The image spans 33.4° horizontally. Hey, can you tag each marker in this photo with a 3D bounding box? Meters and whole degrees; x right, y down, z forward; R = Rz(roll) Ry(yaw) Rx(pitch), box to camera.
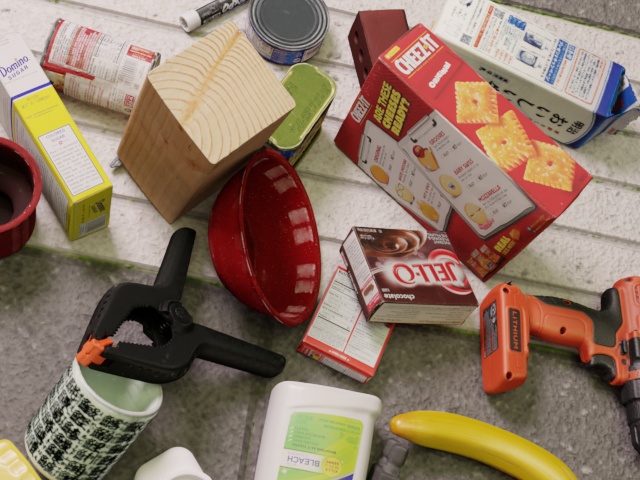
[{"bbox_3d":[-0.093,-0.252,1.114,0.121,0.020,0.020,-34,79,-24],"label":"marker"}]

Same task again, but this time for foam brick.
[{"bbox_3d":[0.065,-0.194,1.111,0.051,0.053,0.078,-7,69,-16],"label":"foam brick"}]

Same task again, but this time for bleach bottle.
[{"bbox_3d":[-0.012,0.252,0.904,0.102,0.068,0.251,11,68,-8],"label":"bleach bottle"}]

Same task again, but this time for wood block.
[{"bbox_3d":[-0.108,-0.096,0.935,0.090,0.206,0.090,-37,90,-21],"label":"wood block"}]

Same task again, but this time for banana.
[{"bbox_3d":[0.158,0.194,0.970,0.198,0.069,0.037,24,103,4],"label":"banana"}]

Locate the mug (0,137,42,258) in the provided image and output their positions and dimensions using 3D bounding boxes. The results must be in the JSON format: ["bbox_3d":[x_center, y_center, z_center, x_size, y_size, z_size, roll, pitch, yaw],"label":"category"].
[{"bbox_3d":[-0.303,-0.029,0.937,0.117,0.082,0.093,-22,75,-21],"label":"mug"}]

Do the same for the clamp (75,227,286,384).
[{"bbox_3d":[-0.133,0.062,0.916,0.209,0.036,0.164,-7,59,-55],"label":"clamp"}]

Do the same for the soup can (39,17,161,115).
[{"bbox_3d":[-0.211,-0.165,1.023,0.102,0.069,0.068,18,65,-7],"label":"soup can"}]

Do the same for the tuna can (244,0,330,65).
[{"bbox_3d":[-0.035,-0.226,1.110,0.086,0.034,0.086,5,67,-12],"label":"tuna can"}]

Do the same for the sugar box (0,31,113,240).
[{"bbox_3d":[-0.250,-0.094,0.970,0.048,0.093,0.176,-25,76,-22],"label":"sugar box"}]

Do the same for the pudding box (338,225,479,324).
[{"bbox_3d":[0.083,0.033,1.003,0.113,0.039,0.090,2,48,-29],"label":"pudding box"}]

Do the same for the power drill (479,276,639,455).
[{"bbox_3d":[0.250,0.117,1.027,0.187,0.057,0.184,7,63,-14],"label":"power drill"}]

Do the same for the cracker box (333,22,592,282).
[{"bbox_3d":[0.129,-0.080,1.018,0.214,0.164,0.072,44,63,6],"label":"cracker box"}]

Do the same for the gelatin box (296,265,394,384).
[{"bbox_3d":[0.029,0.079,1.002,0.073,0.030,0.089,27,62,-2],"label":"gelatin box"}]

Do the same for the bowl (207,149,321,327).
[{"bbox_3d":[-0.056,0.001,0.969,0.055,0.162,0.162,-10,66,23],"label":"bowl"}]

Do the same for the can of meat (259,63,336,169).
[{"bbox_3d":[-0.032,-0.112,1.036,0.057,0.084,0.102,33,65,1],"label":"can of meat"}]
